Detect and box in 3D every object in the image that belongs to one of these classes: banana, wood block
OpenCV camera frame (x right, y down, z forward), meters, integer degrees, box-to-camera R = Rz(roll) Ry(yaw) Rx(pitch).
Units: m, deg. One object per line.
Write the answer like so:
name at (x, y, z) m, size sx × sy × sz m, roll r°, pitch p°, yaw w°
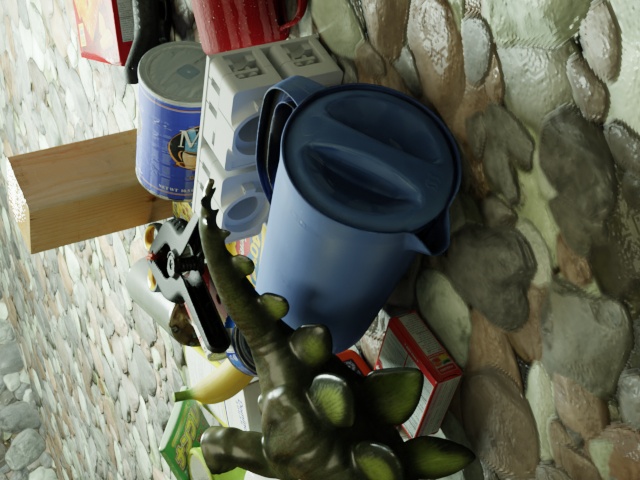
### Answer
banana at (-0.088, 0.122, 1.189) m, size 0.198 × 0.069 × 0.037 m, roll -54°, pitch 47°, yaw 23°
wood block at (-0.270, -0.066, 1.313) m, size 0.090 × 0.205 × 0.091 m, roll 59°, pitch 152°, yaw 29°

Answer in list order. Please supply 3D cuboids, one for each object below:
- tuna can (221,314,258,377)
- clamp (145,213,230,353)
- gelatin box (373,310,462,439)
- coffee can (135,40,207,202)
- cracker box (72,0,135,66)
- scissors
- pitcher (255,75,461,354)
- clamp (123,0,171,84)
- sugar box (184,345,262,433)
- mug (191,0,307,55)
tuna can at (-0.057, 0.100, 1.111) m, size 0.034 × 0.086 × 0.086 m, roll -10°, pitch 96°, yaw 64°
clamp at (-0.142, 0.035, 1.145) m, size 0.210 × 0.036 × 0.164 m, roll -5°, pitch 87°, yaw 63°
gelatin box at (0.080, 0.115, 0.901) m, size 0.073 × 0.030 × 0.089 m, roll 54°, pitch 149°, yaw 34°
coffee can at (-0.144, -0.126, 1.138) m, size 0.103 × 0.102 × 0.140 m, roll 56°, pitch 150°, yaw 34°
cracker box at (-0.255, -0.323, 1.289) m, size 0.164 × 0.072 × 0.214 m, roll 26°, pitch 126°, yaw 58°
scissors at (-0.178, 0.031, 1.271) m, size 0.202 × 0.016 × 0.096 m, roll -150°, pitch 61°, yaw -62°
pitcher at (0.009, -0.011, 0.861) m, size 0.243 × 0.145 × 0.149 m, roll 111°, pitch 166°, yaw -57°
clamp at (-0.188, -0.224, 1.205) m, size 0.120 × 0.039 × 0.171 m, roll 81°, pitch -168°, yaw -67°
sugar box at (-0.110, 0.183, 1.320) m, size 0.176 × 0.048 × 0.093 m, roll 25°, pitch 127°, yaw 54°
mug at (-0.063, -0.214, 0.953) m, size 0.117 × 0.093 × 0.081 m, roll -1°, pitch 113°, yaw 27°
